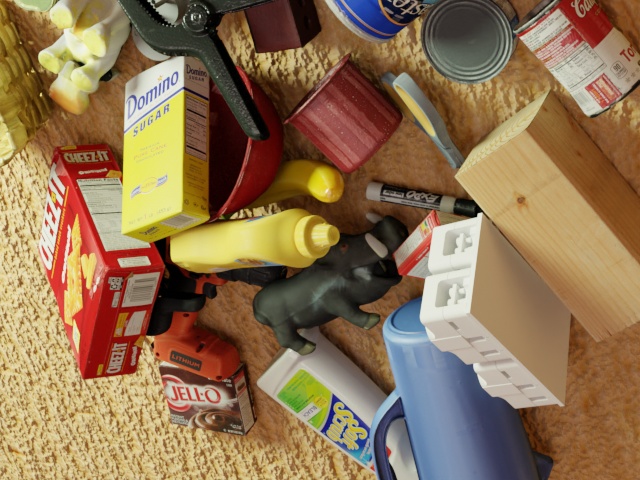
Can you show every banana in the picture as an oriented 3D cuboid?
[{"bbox_3d":[-0.028,-0.054,1.092,0.037,0.069,0.198,39,153,-26],"label":"banana"}]

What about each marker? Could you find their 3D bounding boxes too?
[{"bbox_3d":[0.105,-0.041,1.079,0.121,0.020,0.020,11,123,20],"label":"marker"}]

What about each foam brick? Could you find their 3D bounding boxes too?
[{"bbox_3d":[-0.040,-0.225,1.019,0.051,0.053,0.078,-3,118,28],"label":"foam brick"}]

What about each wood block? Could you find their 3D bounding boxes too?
[{"bbox_3d":[0.233,-0.021,0.984,0.206,0.090,0.091,49,128,-7],"label":"wood block"}]

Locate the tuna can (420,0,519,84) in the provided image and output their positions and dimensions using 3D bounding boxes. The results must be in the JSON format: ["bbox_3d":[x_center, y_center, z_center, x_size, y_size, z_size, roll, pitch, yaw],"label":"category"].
[{"bbox_3d":[0.136,-0.187,0.966,0.086,0.033,0.086,12,123,19],"label":"tuna can"}]

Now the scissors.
[{"bbox_3d":[0.117,-0.094,1.035,0.016,0.096,0.201,-41,130,-1],"label":"scissors"}]

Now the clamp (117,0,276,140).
[{"bbox_3d":[-0.099,-0.212,0.983,0.210,0.036,0.165,33,106,10],"label":"clamp"}]

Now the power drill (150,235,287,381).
[{"bbox_3d":[-0.127,0.069,1.239,0.185,0.057,0.188,19,122,20],"label":"power drill"}]

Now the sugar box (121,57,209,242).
[{"bbox_3d":[-0.159,-0.095,1.092,0.094,0.048,0.176,-18,67,36],"label":"sugar box"}]

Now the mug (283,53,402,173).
[{"bbox_3d":[0.020,-0.117,1.040,0.081,0.093,0.117,43,158,-9],"label":"mug"}]

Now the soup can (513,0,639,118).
[{"bbox_3d":[0.224,-0.164,0.915,0.102,0.068,0.069,48,127,-7],"label":"soup can"}]

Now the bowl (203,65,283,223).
[{"bbox_3d":[-0.083,-0.094,1.084,0.055,0.162,0.162,9,135,-30],"label":"bowl"}]

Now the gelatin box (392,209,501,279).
[{"bbox_3d":[0.129,0.009,1.062,0.089,0.030,0.073,11,136,-31],"label":"gelatin box"}]

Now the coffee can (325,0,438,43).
[{"bbox_3d":[0.077,-0.250,0.914,0.141,0.102,0.103,-33,101,36],"label":"coffee can"}]

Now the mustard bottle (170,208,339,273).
[{"bbox_3d":[-0.057,0.001,1.070,0.192,0.096,0.058,-4,86,43],"label":"mustard bottle"}]

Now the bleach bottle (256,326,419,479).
[{"bbox_3d":[0.052,0.207,1.230,0.251,0.068,0.103,39,130,-3],"label":"bleach bottle"}]

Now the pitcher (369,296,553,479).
[{"bbox_3d":[0.137,0.184,1.127,0.145,0.149,0.243,-1,115,40],"label":"pitcher"}]

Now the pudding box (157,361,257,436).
[{"bbox_3d":[-0.140,0.190,1.328,0.114,0.039,0.090,3,119,25],"label":"pudding box"}]

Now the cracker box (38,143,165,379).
[{"bbox_3d":[-0.251,0.021,1.186,0.214,0.072,0.164,58,140,40],"label":"cracker box"}]

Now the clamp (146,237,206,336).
[{"bbox_3d":[-0.186,0.046,1.188,0.172,0.039,0.120,-37,67,51],"label":"clamp"}]
